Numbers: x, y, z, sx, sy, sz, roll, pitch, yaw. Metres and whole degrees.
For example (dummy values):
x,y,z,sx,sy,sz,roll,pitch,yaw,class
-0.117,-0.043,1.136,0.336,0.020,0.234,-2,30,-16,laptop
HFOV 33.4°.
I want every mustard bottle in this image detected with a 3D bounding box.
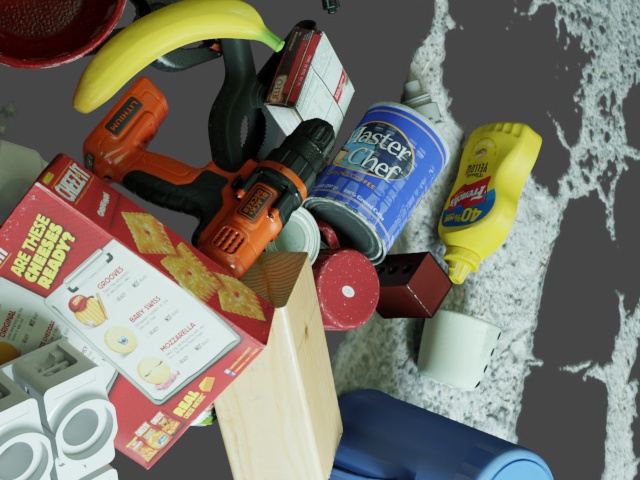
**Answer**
x,y,z,sx,sy,sz,roll,pitch,yaw,class
0.181,-0.039,1.205,0.058,0.096,0.191,34,68,-32,mustard bottle

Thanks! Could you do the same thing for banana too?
x,y,z,sx,sy,sz,roll,pitch,yaw,class
-0.134,-0.174,0.947,0.197,0.037,0.070,-21,72,-11,banana

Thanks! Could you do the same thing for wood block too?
x,y,z,sx,sy,sz,roll,pitch,yaw,class
-0.045,0.120,0.969,0.090,0.090,0.206,-67,152,-56,wood block

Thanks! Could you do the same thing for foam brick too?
x,y,z,sx,sy,sz,roll,pitch,yaw,class
0.092,0.048,1.144,0.051,0.078,0.053,50,58,-24,foam brick

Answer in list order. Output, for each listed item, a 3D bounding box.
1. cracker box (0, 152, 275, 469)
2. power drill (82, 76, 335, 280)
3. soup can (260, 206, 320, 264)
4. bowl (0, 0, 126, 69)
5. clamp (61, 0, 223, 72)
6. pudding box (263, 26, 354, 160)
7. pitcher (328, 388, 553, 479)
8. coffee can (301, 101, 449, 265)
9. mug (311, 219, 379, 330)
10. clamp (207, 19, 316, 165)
x,y,z,sx,sy,sz,roll,pitch,yaw,class
-0.169,0.059,0.849,0.213,0.164,0.072,37,24,-12,cracker box
-0.100,-0.072,0.949,0.188,0.057,0.184,28,61,13,power drill
-0.057,0.001,1.016,0.068,0.102,0.068,3,85,-37,soup can
-0.243,-0.219,0.896,0.162,0.055,0.162,0,88,-12,bowl
-0.165,-0.196,0.986,0.171,0.039,0.120,28,83,-35,clamp
-0.009,-0.145,1.072,0.090,0.039,0.113,-69,153,-17,pudding box
0.098,0.230,1.034,0.149,0.243,0.145,-44,115,-23,pitcher
0.057,-0.060,1.107,0.102,0.103,0.140,48,61,-25,coffee can
0.004,0.037,1.073,0.093,0.082,0.117,-8,92,-38,mug
-0.062,-0.145,1.051,0.164,0.036,0.210,2,95,-57,clamp
